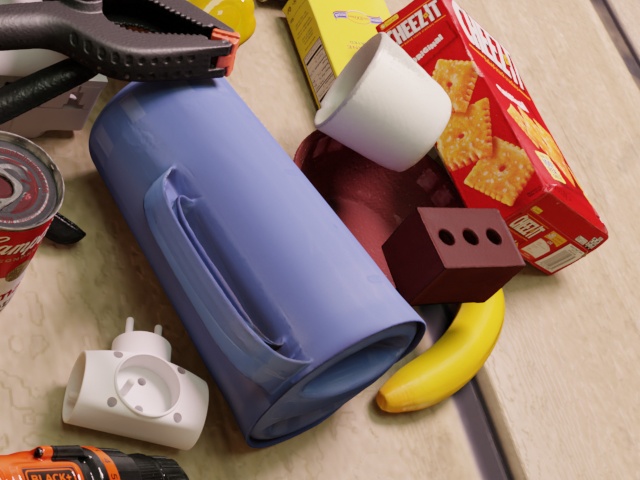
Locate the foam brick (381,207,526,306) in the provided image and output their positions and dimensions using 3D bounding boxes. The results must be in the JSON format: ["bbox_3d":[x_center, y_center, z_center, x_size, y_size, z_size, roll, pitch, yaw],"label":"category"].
[{"bbox_3d":[0.093,0.011,0.756,0.078,0.051,0.053,-1,57,-34],"label":"foam brick"}]

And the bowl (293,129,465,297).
[{"bbox_3d":[0.039,-0.012,0.816,0.162,0.055,0.162,18,48,-21],"label":"bowl"}]

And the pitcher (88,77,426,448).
[{"bbox_3d":[-0.055,0.001,0.688,0.144,0.149,0.243,-25,68,-27],"label":"pitcher"}]

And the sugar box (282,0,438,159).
[{"bbox_3d":[0.036,-0.143,0.928,0.093,0.048,0.176,0,55,-34],"label":"sugar box"}]

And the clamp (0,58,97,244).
[{"bbox_3d":[-0.219,-0.069,0.665,0.171,0.039,0.120,12,91,-26],"label":"clamp"}]

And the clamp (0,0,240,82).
[{"bbox_3d":[-0.156,-0.152,0.687,0.209,0.036,0.164,9,42,-10],"label":"clamp"}]

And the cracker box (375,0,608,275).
[{"bbox_3d":[0.148,-0.090,0.897,0.164,0.072,0.214,23,39,-56],"label":"cracker box"}]

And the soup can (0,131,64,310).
[{"bbox_3d":[-0.197,-0.006,0.620,0.068,0.102,0.068,18,48,-21],"label":"soup can"}]

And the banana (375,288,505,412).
[{"bbox_3d":[0.101,0.069,0.811,0.070,0.037,0.197,15,40,12],"label":"banana"}]
